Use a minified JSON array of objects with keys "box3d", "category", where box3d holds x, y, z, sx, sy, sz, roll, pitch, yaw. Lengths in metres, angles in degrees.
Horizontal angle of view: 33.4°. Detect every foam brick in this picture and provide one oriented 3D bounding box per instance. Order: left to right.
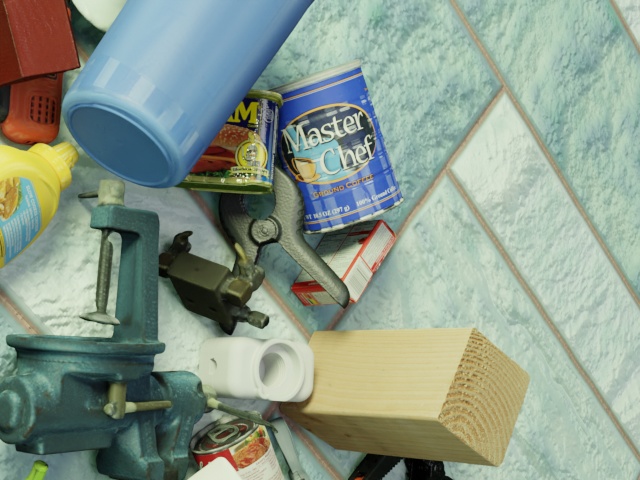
[{"box3d":[-0.218,-0.157,0.784,0.051,0.053,0.078,-19,103,-42],"category":"foam brick"}]

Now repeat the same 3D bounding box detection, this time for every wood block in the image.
[{"box3d":[0.073,0.140,0.968,0.090,0.207,0.090,40,61,-30],"category":"wood block"}]

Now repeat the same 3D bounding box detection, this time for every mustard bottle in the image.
[{"box3d":[-0.252,-0.016,0.792,0.191,0.058,0.096,-45,152,-35],"category":"mustard bottle"}]

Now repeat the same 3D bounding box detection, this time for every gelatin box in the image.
[{"box3d":[0.023,0.021,1.027,0.030,0.073,0.089,50,56,-26],"category":"gelatin box"}]

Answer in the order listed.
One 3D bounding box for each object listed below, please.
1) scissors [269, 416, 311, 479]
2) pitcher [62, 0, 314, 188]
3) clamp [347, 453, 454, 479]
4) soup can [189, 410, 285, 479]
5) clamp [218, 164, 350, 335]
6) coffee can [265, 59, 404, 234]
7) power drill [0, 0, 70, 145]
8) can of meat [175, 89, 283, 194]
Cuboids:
[{"box3d":[-0.022,0.191,0.917,0.016,0.202,0.096,-21,76,-8],"category":"scissors"},{"box3d":[-0.106,-0.161,0.859,0.145,0.149,0.242,23,61,10],"category":"pitcher"},{"box3d":[0.111,0.223,1.103,0.209,0.036,0.164,2,84,-40],"category":"clamp"},{"box3d":[-0.064,0.210,0.935,0.068,0.069,0.102,-33,107,-38],"category":"soup can"},{"box3d":[-0.056,0.001,0.970,0.120,0.039,0.171,-21,82,-4],"category":"clamp"},{"box3d":[0.010,-0.089,1.009,0.102,0.103,0.140,-26,102,-39],"category":"coffee can"},{"box3d":[-0.276,-0.173,0.805,0.187,0.057,0.184,6,81,-40],"category":"power drill"},{"box3d":[-0.087,-0.087,0.935,0.102,0.057,0.084,4,85,2],"category":"can of meat"}]
